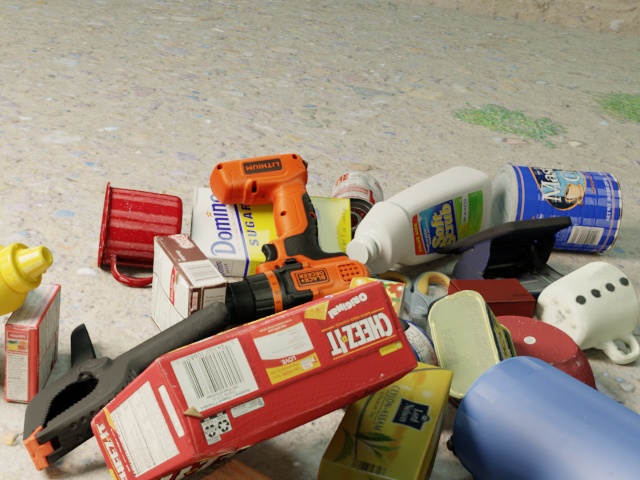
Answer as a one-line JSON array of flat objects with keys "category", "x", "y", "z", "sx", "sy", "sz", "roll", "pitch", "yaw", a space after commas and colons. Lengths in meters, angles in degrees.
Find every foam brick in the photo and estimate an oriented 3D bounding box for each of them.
[{"category": "foam brick", "x": 0.174, "y": 0.074, "z": 1.103, "sx": 0.078, "sy": 0.051, "sz": 0.053, "roll": 0, "pitch": 25, "yaw": -16}]

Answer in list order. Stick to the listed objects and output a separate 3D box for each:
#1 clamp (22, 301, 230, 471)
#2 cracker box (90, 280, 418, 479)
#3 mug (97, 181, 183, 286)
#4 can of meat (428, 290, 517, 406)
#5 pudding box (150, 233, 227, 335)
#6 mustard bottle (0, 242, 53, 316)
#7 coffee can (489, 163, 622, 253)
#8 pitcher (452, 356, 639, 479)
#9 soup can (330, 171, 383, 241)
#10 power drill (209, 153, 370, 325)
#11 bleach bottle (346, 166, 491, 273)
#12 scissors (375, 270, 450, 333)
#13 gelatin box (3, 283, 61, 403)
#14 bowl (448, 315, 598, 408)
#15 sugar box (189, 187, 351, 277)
[{"category": "clamp", "x": -0.188, "y": 0.115, "z": 0.885, "sx": 0.165, "sy": 0.036, "sz": 0.209, "roll": -8, "pitch": 23, "yaw": 32}, {"category": "cracker box", "x": -0.054, "y": 0.109, "z": 0.743, "sx": 0.164, "sy": 0.072, "sz": 0.214, "roll": -18, "pitch": -11, "yaw": -27}, {"category": "mug", "x": -0.193, "y": -0.003, "z": 1.142, "sx": 0.081, "sy": 0.093, "sz": 0.117, "roll": 7, "pitch": 53, "yaw": -13}, {"category": "can of meat", "x": 0.135, "y": 0.104, "z": 0.917, "sx": 0.057, "sy": 0.084, "sz": 0.102, "roll": -20, "pitch": 56, "yaw": 15}, {"category": "pudding box", "x": -0.126, "y": 0.056, "z": 1.004, "sx": 0.039, "sy": 0.090, "sz": 0.114, "roll": -5, "pitch": 26, "yaw": -24}, {"category": "mustard bottle", "x": -0.304, "y": 0.049, "z": 0.886, "sx": 0.192, "sy": 0.058, "sz": 0.096, "roll": -24, "pitch": 17, "yaw": 17}, {"category": "coffee can", "x": 0.292, "y": -0.040, "z": 1.341, "sx": 0.140, "sy": 0.103, "sz": 0.103, "roll": 4, "pitch": 23, "yaw": -8}, {"category": "pitcher", "x": 0.197, "y": 0.186, "z": 0.767, "sx": 0.149, "sy": 0.145, "sz": 0.243, "roll": 7, "pitch": 16, "yaw": -33}, {"category": "soup can", "x": 0.043, "y": -0.038, "z": 1.307, "sx": 0.068, "sy": 0.068, "sz": 0.102, "roll": 8, "pitch": 22, "yaw": 2}, {"category": "power drill", "x": -0.057, "y": 0.001, "z": 1.109, "sx": 0.184, "sy": 0.057, "sz": 0.188, "roll": -8, "pitch": 58, "yaw": -19}, {"category": "bleach bottle", "x": 0.111, "y": -0.012, "z": 1.227, "sx": 0.068, "sy": 0.102, "sz": 0.250, "roll": 17, "pitch": 26, "yaw": 32}, {"category": "scissors", "x": 0.087, "y": 0.072, "z": 1.127, "sx": 0.096, "sy": 0.016, "sz": 0.201, "roll": 13, "pitch": 23, "yaw": 17}, {"category": "gelatin box", "x": -0.247, "y": 0.086, "z": 0.916, "sx": 0.030, "sy": 0.073, "sz": 0.089, "roll": 6, "pitch": 23, "yaw": -3}, {"category": "bowl", "x": 0.190, "y": 0.116, "z": 1.003, "sx": 0.162, "sy": 0.055, "sz": 0.162, "roll": 6, "pitch": 23, "yaw": -3}, {"category": "sugar box", "x": -0.056, "y": -0.006, "z": 1.179, "sx": 0.176, "sy": 0.048, "sz": 0.093, "roll": 5, "pitch": 58, "yaw": -10}]
